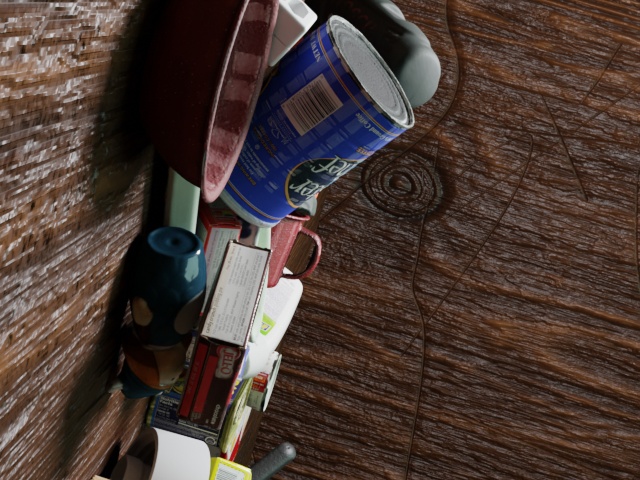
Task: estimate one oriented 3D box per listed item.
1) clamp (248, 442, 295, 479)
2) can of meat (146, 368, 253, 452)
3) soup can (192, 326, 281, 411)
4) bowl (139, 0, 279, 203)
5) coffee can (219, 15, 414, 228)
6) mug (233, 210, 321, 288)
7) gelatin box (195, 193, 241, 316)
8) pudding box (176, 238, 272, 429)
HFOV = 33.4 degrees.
[{"bbox_3d":[-0.132,0.342,1.337,0.209,0.036,0.165,-21,147,-38],"label":"clamp"},{"bbox_3d":[-0.120,0.161,1.071,0.102,0.084,0.057,-62,168,-76],"label":"can of meat"},{"bbox_3d":[-0.100,0.139,1.154,0.068,0.102,0.068,18,88,-87],"label":"soup can"},{"bbox_3d":[-0.073,-0.108,0.671,0.162,0.055,0.162,19,88,-87],"label":"bowl"},{"bbox_3d":[-0.014,-0.089,0.820,0.140,0.103,0.102,-35,-167,21],"label":"coffee can"},{"bbox_3d":[-0.057,0.001,1.088,0.093,0.117,0.081,-82,-167,-80],"label":"mug"},{"bbox_3d":[-0.095,0.007,0.866,0.073,0.030,0.089,-123,-138,-52],"label":"gelatin box"},{"bbox_3d":[-0.071,0.068,0.789,0.113,0.039,0.090,-81,-171,-51],"label":"pudding box"}]
